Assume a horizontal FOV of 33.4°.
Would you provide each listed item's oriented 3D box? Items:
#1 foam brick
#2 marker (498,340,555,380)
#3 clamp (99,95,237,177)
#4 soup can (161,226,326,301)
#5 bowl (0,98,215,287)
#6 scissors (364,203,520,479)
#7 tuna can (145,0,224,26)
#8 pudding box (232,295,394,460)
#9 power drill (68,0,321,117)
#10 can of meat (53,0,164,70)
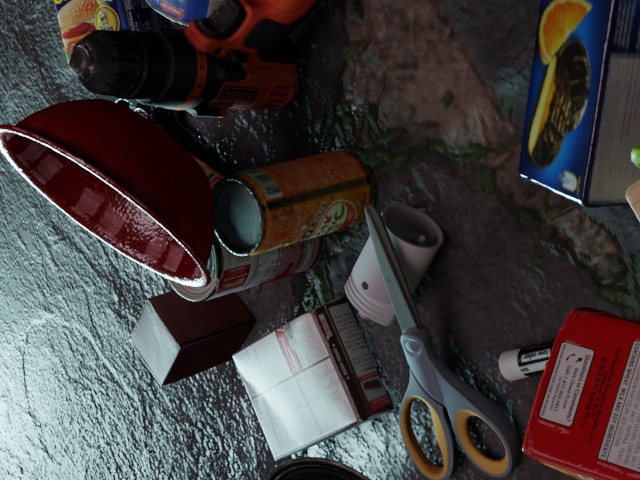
[{"bbox_3d":[-0.102,0.071,0.847,0.051,0.078,0.053,50,131,23],"label":"foam brick"},{"bbox_3d":[0.155,0.063,0.620,0.121,0.020,0.020,-22,85,47],"label":"marker"},{"bbox_3d":[-0.126,-0.108,0.849,0.172,0.039,0.120,20,119,39],"label":"clamp"},{"bbox_3d":[-0.055,0.001,0.761,0.069,0.102,0.068,15,111,43],"label":"soup can"},{"bbox_3d":[-0.122,-0.039,0.669,0.162,0.055,0.162,30,163,10],"label":"bowl"},{"bbox_3d":[0.078,0.075,0.675,0.096,0.016,0.202,13,124,35],"label":"scissors"},{"bbox_3d":[-0.081,-0.186,0.746,0.086,0.085,0.034,47,140,27],"label":"tuna can"},{"bbox_3d":[-0.008,0.104,0.787,0.114,0.039,0.090,-34,76,47],"label":"pudding box"},{"bbox_3d":[-0.048,-0.157,0.667,0.188,0.184,0.057,-48,65,31],"label":"power drill"},{"bbox_3d":[-0.173,-0.188,0.867,0.102,0.057,0.084,-4,100,47],"label":"can of meat"}]
